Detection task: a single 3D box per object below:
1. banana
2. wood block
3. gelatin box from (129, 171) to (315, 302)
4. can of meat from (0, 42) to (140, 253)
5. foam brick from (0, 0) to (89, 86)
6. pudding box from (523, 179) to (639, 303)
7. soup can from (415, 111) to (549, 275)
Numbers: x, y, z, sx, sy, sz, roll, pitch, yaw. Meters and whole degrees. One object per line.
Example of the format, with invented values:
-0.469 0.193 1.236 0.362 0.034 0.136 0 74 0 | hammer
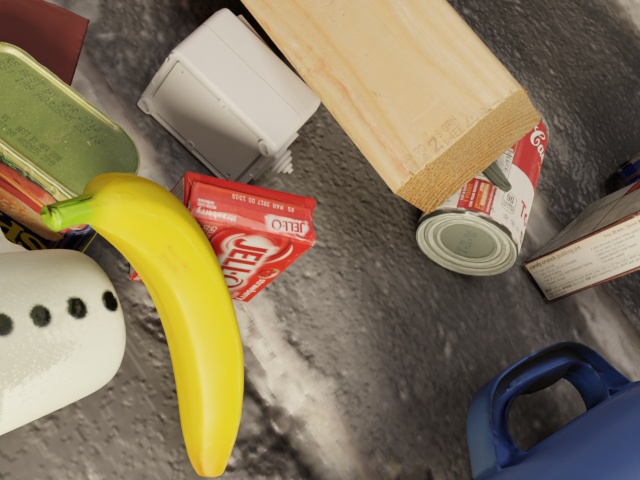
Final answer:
-0.072 0.034 0.517 0.069 0.037 0.197 -47 135 -26 | banana
0.026 -0.126 0.631 0.206 0.090 0.090 53 11 17 | wood block
-0.054 0.001 0.572 0.073 0.089 0.030 13 61 -25 | gelatin box
-0.149 -0.040 0.540 0.102 0.084 0.057 37 54 -10 | can of meat
-0.173 -0.101 0.574 0.078 0.053 0.051 20 59 -22 | foam brick
0.202 -0.007 0.710 0.089 0.114 0.039 -37 92 -36 | pudding box
0.106 -0.037 0.695 0.068 0.069 0.102 30 57 -15 | soup can
